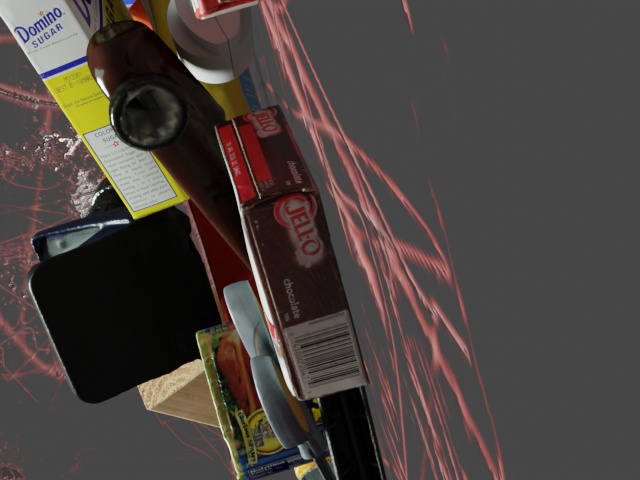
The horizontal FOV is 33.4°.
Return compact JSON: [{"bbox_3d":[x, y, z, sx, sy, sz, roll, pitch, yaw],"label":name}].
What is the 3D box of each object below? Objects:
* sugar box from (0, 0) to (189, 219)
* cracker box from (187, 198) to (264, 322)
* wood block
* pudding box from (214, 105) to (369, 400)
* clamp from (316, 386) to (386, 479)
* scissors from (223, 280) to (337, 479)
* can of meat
[{"bbox_3d":[-0.133,-0.109,0.645,0.093,0.048,0.176,-97,-14,-50],"label":"sugar box"},{"bbox_3d":[-0.055,0.001,0.832,0.214,0.072,0.164,162,91,-85],"label":"cracker box"},{"bbox_3d":[-0.087,0.115,1.009,0.205,0.090,0.091,32,-156,-58],"label":"wood block"},{"bbox_3d":[-0.014,0.005,0.502,0.090,0.039,0.113,-111,7,-57],"label":"pudding box"},{"bbox_3d":[0.030,0.163,0.556,0.210,0.036,0.164,78,179,-54],"label":"clamp"},{"bbox_3d":[-0.006,0.112,0.567,0.096,0.016,0.201,-110,-2,-64],"label":"scissors"},{"bbox_3d":[-0.023,0.091,0.659,0.057,0.084,0.102,82,171,-66],"label":"can of meat"}]
